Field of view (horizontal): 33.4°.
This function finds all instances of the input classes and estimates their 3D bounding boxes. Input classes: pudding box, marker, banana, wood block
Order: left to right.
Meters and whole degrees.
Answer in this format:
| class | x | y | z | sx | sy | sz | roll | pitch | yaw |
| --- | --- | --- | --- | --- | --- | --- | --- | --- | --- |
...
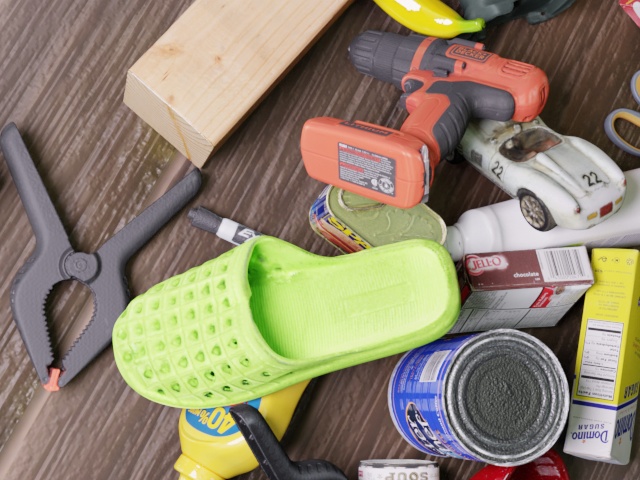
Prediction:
| class | x | y | z | sx | sy | sz | roll | pitch | yaw |
| --- | --- | --- | --- | --- | --- | --- | --- | --- | --- |
| wood block | -0.060 | -0.171 | 0.888 | 0.090 | 0.091 | 0.206 | 41 | 75 | -5 |
| marker | -0.056 | 0.001 | 0.901 | 0.121 | 0.020 | 0.020 | 24 | 77 | -9 |
| banana | 0.057 | -0.238 | 0.919 | 0.198 | 0.070 | 0.037 | 44 | 48 | -1 |
| pudding box | 0.162 | 0.043 | 0.906 | 0.113 | 0.090 | 0.039 | -2 | 62 | -13 |

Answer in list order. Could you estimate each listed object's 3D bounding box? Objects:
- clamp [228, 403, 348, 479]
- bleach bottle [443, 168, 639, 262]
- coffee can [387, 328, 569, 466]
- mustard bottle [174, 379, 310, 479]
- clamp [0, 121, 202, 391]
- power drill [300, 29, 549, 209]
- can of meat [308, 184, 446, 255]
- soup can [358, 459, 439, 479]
| class | x | y | z | sx | sy | sz | roll | pitch | yaw |
| --- | --- | --- | --- | --- | --- | --- | --- | --- | --- |
| clamp | -0.027 | 0.188 | 0.805 | 0.171 | 0.039 | 0.120 | 16 | 101 | -40 |
| bleach bottle | 0.219 | -0.018 | 0.924 | 0.250 | 0.103 | 0.068 | -10 | 75 | -14 |
| coffee can | 0.123 | 0.126 | 0.862 | 0.102 | 0.140 | 0.103 | 2 | 81 | -13 |
| mustard bottle | -0.060 | 0.124 | 0.845 | 0.058 | 0.096 | 0.191 | 41 | 74 | -41 |
| clamp | -0.202 | 0.013 | 0.856 | 0.164 | 0.036 | 0.210 | 20 | 81 | -12 |
| power drill | 0.066 | -0.109 | 0.860 | 0.185 | 0.057 | 0.187 | 19 | 44 | 30 |
| can of meat | 0.044 | -0.014 | 0.893 | 0.102 | 0.084 | 0.057 | 38 | 76 | -5 |
| soup can | 0.065 | 0.232 | 0.871 | 0.068 | 0.069 | 0.102 | 2 | 81 | -13 |
